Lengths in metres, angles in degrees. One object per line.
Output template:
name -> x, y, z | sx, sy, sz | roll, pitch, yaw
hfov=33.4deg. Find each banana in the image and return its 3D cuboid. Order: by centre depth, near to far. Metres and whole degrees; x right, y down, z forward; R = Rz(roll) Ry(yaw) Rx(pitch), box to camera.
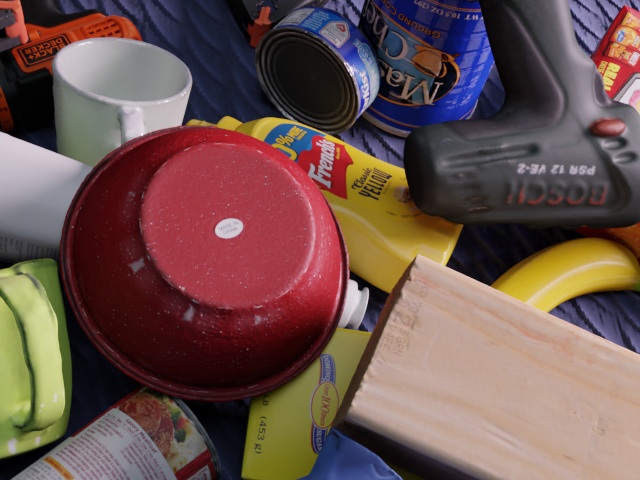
banana -> 0.142, 0.045, 0.685 | 0.197, 0.037, 0.070 | -26, 66, -25

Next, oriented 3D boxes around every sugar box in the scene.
sugar box -> 0.048, 0.102, 0.604 | 0.176, 0.048, 0.093 | 7, 75, 0

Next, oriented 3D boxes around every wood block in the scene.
wood block -> 0.118, 0.098, 0.541 | 0.206, 0.091, 0.090 | 25, 74, 2

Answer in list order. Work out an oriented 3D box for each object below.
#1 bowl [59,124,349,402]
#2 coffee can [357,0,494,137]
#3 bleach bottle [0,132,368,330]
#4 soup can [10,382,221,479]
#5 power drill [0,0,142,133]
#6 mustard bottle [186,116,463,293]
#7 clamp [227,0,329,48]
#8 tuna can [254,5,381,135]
bowl -> -0.054, 0.001, 0.564 | 0.162, 0.055, 0.162 | 6, 68, -15
coffee can -> 0.079, -0.153, 0.742 | 0.102, 0.140, 0.103 | 5, 56, -8
bleach bottle -> -0.095, 0.006, 0.638 | 0.250, 0.103, 0.068 | 18, 74, -10
soup can -> -0.112, 0.129, 0.559 | 0.102, 0.069, 0.068 | -36, 70, -28
power drill -> -0.236, -0.152, 0.731 | 0.184, 0.057, 0.188 | -23, 65, -21
mustard bottle -> -0.002, -0.032, 0.693 | 0.191, 0.058, 0.096 | 24, 40, 7
clamp -> -0.017, -0.235, 0.840 | 0.164, 0.036, 0.210 | 7, 58, -6
tuna can -> -0.001, -0.117, 0.735 | 0.086, 0.086, 0.033 | 34, 55, 12
